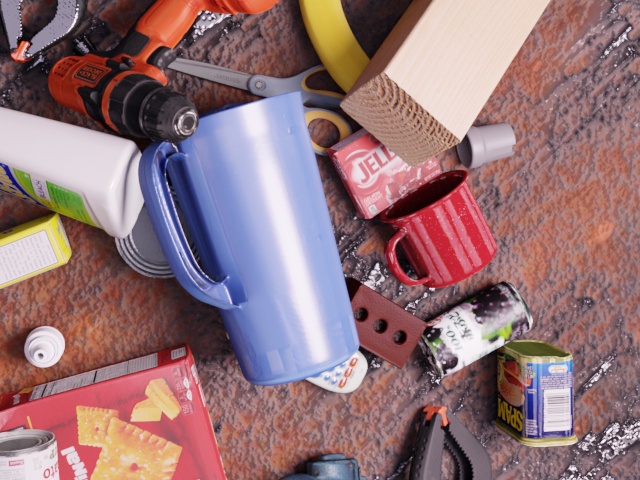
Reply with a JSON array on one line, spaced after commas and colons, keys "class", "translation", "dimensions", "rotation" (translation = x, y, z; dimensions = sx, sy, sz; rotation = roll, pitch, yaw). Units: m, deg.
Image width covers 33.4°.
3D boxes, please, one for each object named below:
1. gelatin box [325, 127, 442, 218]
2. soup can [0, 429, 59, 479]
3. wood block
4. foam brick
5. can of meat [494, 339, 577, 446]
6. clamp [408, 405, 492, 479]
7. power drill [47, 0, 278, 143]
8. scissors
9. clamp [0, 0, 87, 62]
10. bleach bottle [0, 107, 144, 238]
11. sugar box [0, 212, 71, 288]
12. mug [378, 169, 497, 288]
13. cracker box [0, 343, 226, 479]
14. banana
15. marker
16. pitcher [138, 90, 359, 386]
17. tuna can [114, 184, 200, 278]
[{"class": "gelatin box", "translation": [0.061, -0.074, 1.007], "dimensions": [0.089, 0.030, 0.073], "rotation": [-32, 108, -11]}, {"class": "soup can", "translation": [-0.255, 0.219, 0.905], "dimensions": [0.068, 0.068, 0.102], "rotation": [-3, 97, -9]}, {"class": "wood block", "translation": [0.118, -0.178, 0.948], "dimensions": [0.090, 0.090, 0.206], "rotation": [39, 66, -12]}, {"class": "foam brick", "translation": [0.052, 0.078, 1.020], "dimensions": [0.078, 0.051, 0.053], "rotation": [30, 90, -11]}, {"class": "can of meat", "translation": [0.206, 0.144, 1.028], "dimensions": [0.057, 0.102, 0.084], "rotation": [-2, 94, -9]}, {"class": "clamp", "translation": [0.145, 0.264, 1.053], "dimensions": [0.164, 0.036, 0.210], "rotation": [-7, 88, -32]}, {"class": "power drill", "translation": [-0.123, -0.165, 0.901], "dimensions": [0.187, 0.185, 0.057], "rotation": [-49, 136, -19]}, {"class": "scissors", "translation": [-0.050, -0.126, 0.999], "dimensions": [0.201, 0.016, 0.096], "rotation": [-2, 97, -9]}, {"class": "clamp", "translation": [-0.228, -0.236, 0.948], "dimensions": [0.120, 0.039, 0.171], "rotation": [13, 93, -7]}, {"class": "bleach bottle", "translation": [-0.280, -0.078, 0.923], "dimensions": [0.251, 0.102, 0.068], "rotation": [17, 67, 7]}, {"class": "sugar box", "translation": [-0.309, 0.028, 0.934], "dimensions": [0.176, 0.093, 0.048], "rotation": [-20, 98, -7]}, {"class": "mug", "translation": [0.106, -0.002, 0.996], "dimensions": [0.117, 0.093, 0.081], "rotation": [-39, 108, -33]}, {"class": "cracker box", "translation": [-0.202, 0.205, 0.982], "dimensions": [0.213, 0.072, 0.164], "rotation": [-15, 98, -7]}, {"class": "banana", "translation": [0.022, -0.196, 0.980], "dimensions": [0.069, 0.037, 0.198], "rotation": [-16, 88, 7]}, {"class": "marker", "translation": [-0.182, -0.137, 0.975], "dimensions": [0.020, 0.020, 0.121], "rotation": [-42, 101, -3]}, {"class": "pitcher", "translation": [-0.056, 0.001, 0.929], "dimensions": [0.149, 0.145, 0.243], "rotation": [-17, 95, 0]}, {"class": "tuna can", "translation": [-0.147, -0.009, 0.987], "dimensions": [0.086, 0.034, 0.086], "rotation": [-1, 96, -9]}]
